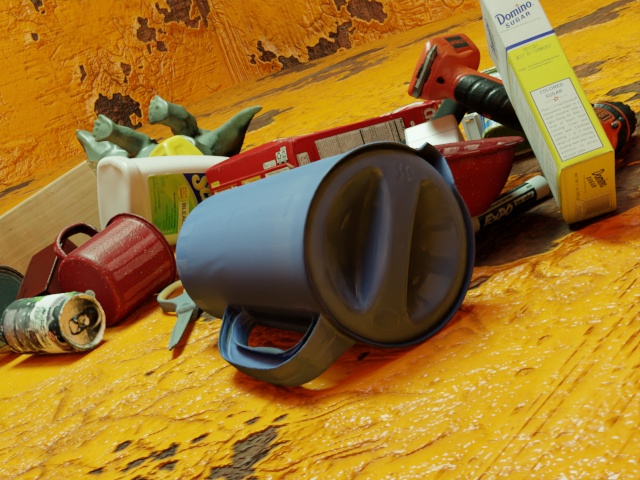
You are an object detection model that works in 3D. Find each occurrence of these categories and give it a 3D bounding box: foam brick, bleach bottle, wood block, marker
[{"bbox_3d":[-0.269,0.047,1.089,0.053,0.051,0.078,-26,37,29],"label":"foam brick"},{"bbox_3d":[-0.121,-0.055,1.179,0.250,0.102,0.068,-12,17,-41],"label":"bleach bottle"},{"bbox_3d":[-0.315,0.000,1.226,0.206,0.090,0.090,-32,0,8],"label":"wood block"},{"bbox_3d":[0.142,-0.023,0.893,0.121,0.020,0.020,-27,14,-24],"label":"marker"}]

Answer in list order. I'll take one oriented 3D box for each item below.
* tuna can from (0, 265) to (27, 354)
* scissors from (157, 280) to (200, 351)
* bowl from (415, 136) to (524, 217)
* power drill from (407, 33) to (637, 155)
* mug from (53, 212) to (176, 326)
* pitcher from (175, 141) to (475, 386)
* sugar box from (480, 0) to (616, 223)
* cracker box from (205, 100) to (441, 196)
[{"bbox_3d":[-0.322,0.070,1.075,0.034,0.086,0.086,-27,9,26],"label":"tuna can"},{"bbox_3d":[-0.103,0.055,0.958,0.096,0.016,0.202,-23,13,-10],"label":"scissors"},{"bbox_3d":[0.085,-0.045,0.855,0.162,0.055,0.162,-8,7,1],"label":"bowl"},{"bbox_3d":[0.186,-0.125,0.959,0.188,0.057,0.184,28,24,20],"label":"power drill"},{"bbox_3d":[-0.212,0.024,1.053,0.081,0.117,0.093,-42,-15,-46],"label":"mug"},{"bbox_3d":[-0.017,0.016,0.773,0.149,0.145,0.243,-11,3,-31],"label":"pitcher"},{"bbox_3d":[0.173,-0.109,0.816,0.048,0.176,0.093,-18,-28,6],"label":"sugar box"},{"bbox_3d":[0.011,-0.084,1.133,0.213,0.072,0.164,-20,4,-36],"label":"cracker box"}]
